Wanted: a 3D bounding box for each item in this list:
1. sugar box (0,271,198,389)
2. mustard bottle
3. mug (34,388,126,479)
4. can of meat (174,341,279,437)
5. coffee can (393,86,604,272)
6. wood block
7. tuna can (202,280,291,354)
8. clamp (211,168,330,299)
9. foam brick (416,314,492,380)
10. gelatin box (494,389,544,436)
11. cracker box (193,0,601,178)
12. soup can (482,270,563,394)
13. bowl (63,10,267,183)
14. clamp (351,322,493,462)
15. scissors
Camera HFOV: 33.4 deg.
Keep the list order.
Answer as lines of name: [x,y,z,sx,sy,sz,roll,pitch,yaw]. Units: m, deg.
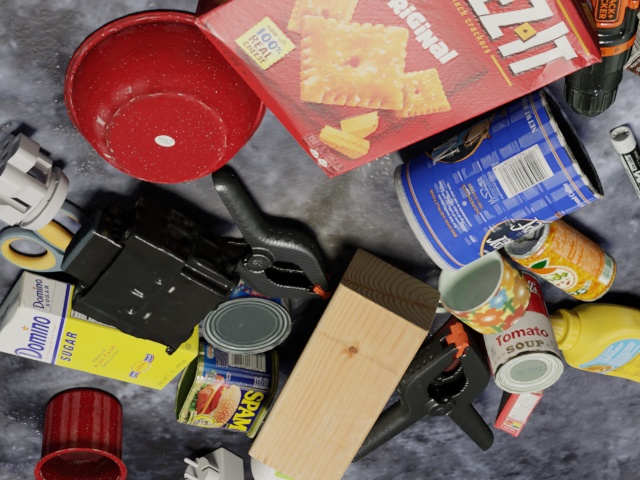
sugar box: [-0.213,0.089,1.013,0.176,0.048,0.093,16,143,-26]
mustard bottle: [0.308,0.104,1.099,0.191,0.058,0.096,13,147,-21]
mug: [-0.252,0.218,1.126,0.093,0.081,0.117,6,135,-14]
can of meat: [-0.098,0.152,1.097,0.083,0.057,0.102,12,133,-16]
coffee can: [0.146,-0.049,0.881,0.140,0.103,0.102,-29,133,21]
wood block: [0.022,0.126,1.005,0.091,0.090,0.206,29,115,2]
tuna can: [-0.072,0.071,1.030,0.086,0.034,0.086,-4,137,-4]
clamp: [-0.056,0.001,0.954,0.171,0.039,0.120,19,137,-22]
foam brick: [0.144,0.121,1.100,0.053,0.051,0.078,16,132,-24]
gelatin box: [0.214,0.147,1.111,0.030,0.089,0.073,23,133,5]
cracker box: [0.051,-0.147,0.698,0.214,0.072,0.164,-22,130,26]
soup can: [0.191,0.089,1.035,0.068,0.102,0.068,-4,137,-4]
bowl: [-0.119,-0.096,0.829,0.162,0.055,0.162,-4,137,-3]
clamp: [0.125,0.158,1.070,0.164,0.036,0.210,2,137,-18]
scissors: [-0.213,0.030,0.979,0.096,0.016,0.201,-21,135,16]
